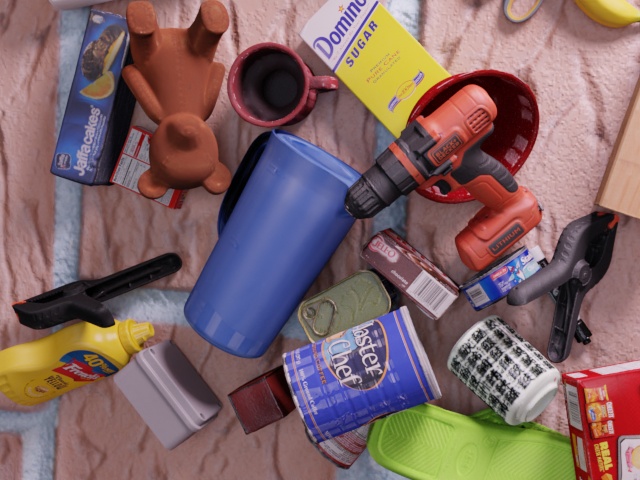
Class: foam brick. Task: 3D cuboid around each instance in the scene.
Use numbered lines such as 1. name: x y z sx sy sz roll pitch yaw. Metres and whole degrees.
1. foam brick: -0.064 0.182 1.225 0.053 0.078 0.051 -28 87 14

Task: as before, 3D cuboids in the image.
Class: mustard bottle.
1. mustard bottle: -0.285 0.136 1.263 0.192 0.096 0.058 -21 53 11

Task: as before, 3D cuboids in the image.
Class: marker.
1. marker: 0.263 0.061 1.177 0.020 0.020 0.121 -32 86 12

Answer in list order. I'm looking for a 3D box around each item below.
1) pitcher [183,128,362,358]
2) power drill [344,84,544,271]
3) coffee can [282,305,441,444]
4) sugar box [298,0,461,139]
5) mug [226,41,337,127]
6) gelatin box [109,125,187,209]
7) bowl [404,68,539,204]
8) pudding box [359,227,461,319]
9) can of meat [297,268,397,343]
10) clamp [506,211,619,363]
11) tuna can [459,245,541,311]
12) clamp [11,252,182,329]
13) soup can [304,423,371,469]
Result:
1. pitcher: -0.058 0.001 1.199 0.145 0.149 0.243 30 102 -6
2. power drill: 0.137 -0.048 1.122 0.184 0.057 0.187 -39 129 8
3. coffee can: 0.043 0.141 1.120 0.140 0.103 0.103 -22 88 4
4. sugar box: 0.066 -0.200 1.195 0.093 0.048 0.176 -45 84 10
5. mug: -0.038 -0.173 1.200 0.117 0.081 0.093 -5 91 13
6. gelatin box: -0.195 -0.087 1.265 0.089 0.030 0.073 24 98 9
7. bowl: 0.152 -0.121 1.151 0.162 0.055 0.162 -11 126 -15
8. pudding box: 0.101 0.035 1.176 0.113 0.090 0.039 42 102 7
9. can of meat: 0.033 0.072 1.195 0.102 0.084 0.057 -29 86 12
10. clamp: 0.259 0.033 1.129 0.039 0.120 0.171 14 71 43
11. tuna can: 0.195 0.042 1.157 0.086 0.086 0.034 -33 87 12
12. clamp: -0.280 0.073 1.240 0.210 0.164 0.036 -14 106 21
13. soup can: 0.040 0.199 1.208 0.068 0.068 0.102 42 100 7
